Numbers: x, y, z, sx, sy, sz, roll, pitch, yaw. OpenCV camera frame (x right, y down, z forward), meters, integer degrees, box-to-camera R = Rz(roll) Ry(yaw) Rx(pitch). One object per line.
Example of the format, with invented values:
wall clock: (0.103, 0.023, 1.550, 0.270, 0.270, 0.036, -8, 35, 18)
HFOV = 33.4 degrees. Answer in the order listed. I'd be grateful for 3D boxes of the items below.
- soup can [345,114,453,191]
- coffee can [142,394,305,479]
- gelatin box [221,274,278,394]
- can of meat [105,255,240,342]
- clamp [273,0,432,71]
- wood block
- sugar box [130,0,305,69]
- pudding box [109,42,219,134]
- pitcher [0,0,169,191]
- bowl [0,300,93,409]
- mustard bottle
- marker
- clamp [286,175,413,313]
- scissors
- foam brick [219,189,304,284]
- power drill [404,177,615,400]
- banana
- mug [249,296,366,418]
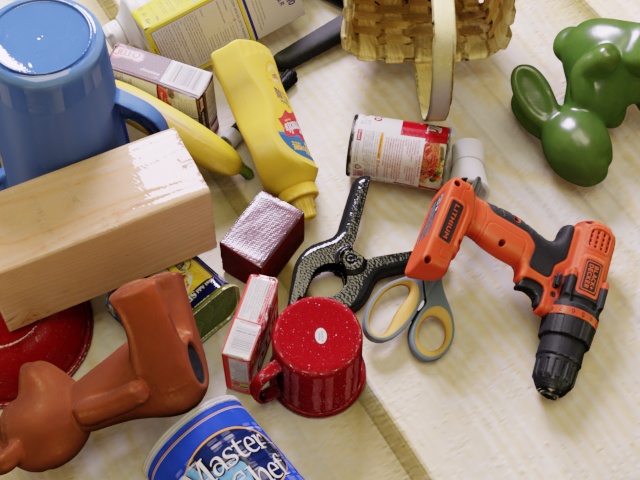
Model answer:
soup can: (0.081, -0.090, 1.099, 0.102, 0.068, 0.068, 9, 59, 6)
coffee can: (-0.067, 0.214, 0.891, 0.102, 0.103, 0.140, -35, 65, -20)
gelatin box: (-0.063, 0.086, 0.988, 0.030, 0.073, 0.089, 14, 59, 7)
can of meat: (-0.142, 0.058, 1.015, 0.084, 0.057, 0.102, 39, 65, 24)
clamp: (0.040, -0.272, 1.229, 0.210, 0.036, 0.164, -7, 59, 0)
wood block: (-0.208, -0.012, 0.975, 0.206, 0.091, 0.090, -23, 58, -15)
sugar box: (-0.109, -0.249, 1.166, 0.176, 0.093, 0.048, -31, 57, -7)
pudding box: (-0.167, -0.152, 1.125, 0.113, 0.090, 0.039, 21, 62, 12)
pitcher: (-0.235, -0.110, 1.010, 0.149, 0.243, 0.145, -37, 67, -23)
bowl: (-0.299, 0.074, 1.006, 0.162, 0.055, 0.162, 0, 58, 0)
mustard bottle: (-0.048, -0.107, 1.089, 0.058, 0.096, 0.192, -26, 76, 14)
marker: (-0.064, -0.145, 1.162, 0.020, 0.020, 0.121, 32, 63, 18)
clamp: (0.026, 0.013, 1.051, 0.171, 0.039, 0.120, -31, 68, -20)
scissors: (0.124, 0.035, 1.033, 0.096, 0.016, 0.201, 44, 73, 5)
foam brick: (-0.057, 0.001, 1.052, 0.051, 0.053, 0.078, 28, 61, 16)
power drill: (0.178, 0.037, 1.005, 0.187, 0.057, 0.184, 25, 64, -7)
banana: (-0.157, -0.114, 1.086, 0.198, 0.070, 0.037, 32, 77, -3)
mug: (-0.013, 0.109, 0.968, 0.117, 0.081, 0.093, -27, 62, -16)
